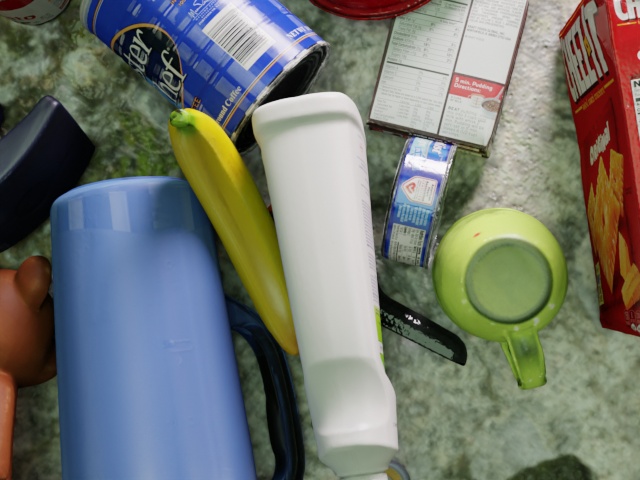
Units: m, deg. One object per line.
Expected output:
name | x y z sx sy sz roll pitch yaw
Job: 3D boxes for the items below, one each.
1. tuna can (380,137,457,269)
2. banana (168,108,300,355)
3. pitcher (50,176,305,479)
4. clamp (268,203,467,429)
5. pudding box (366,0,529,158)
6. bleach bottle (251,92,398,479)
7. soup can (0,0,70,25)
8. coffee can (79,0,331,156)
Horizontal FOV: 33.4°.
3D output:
tuna can | 0.066 -0.026 0.719 0.034 0.086 0.086 14 91 8
banana | -0.056 -0.012 0.697 0.037 0.069 0.197 -19 121 14
pitcher | -0.106 0.085 0.720 0.145 0.149 0.243 -10 81 16
clamp | 0.023 0.043 0.747 0.120 0.039 0.171 -23 86 2
pudding box | 0.088 -0.122 0.742 0.090 0.039 0.113 15 88 9
bleach bottle | 0.010 0.041 0.675 0.068 0.102 0.251 -10 78 8
soup can | -0.219 -0.194 0.746 0.068 0.102 0.068 0 89 6
coffee can | -0.078 -0.139 0.729 0.140 0.102 0.103 42 94 5
